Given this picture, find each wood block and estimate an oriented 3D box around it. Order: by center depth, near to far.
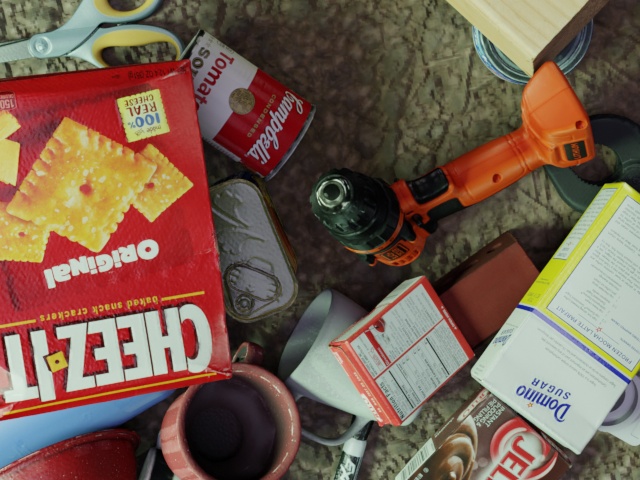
[{"bbox_3d":[0.101,-0.217,0.729,0.206,0.090,0.090,44,98,8],"label":"wood block"}]

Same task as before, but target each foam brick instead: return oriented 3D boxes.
[{"bbox_3d":[0.130,0.038,0.819,0.078,0.053,0.051,-36,98,6],"label":"foam brick"}]

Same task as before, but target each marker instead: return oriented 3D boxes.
[{"bbox_3d":[0.021,0.188,0.864,0.020,0.020,0.121,16,100,-2],"label":"marker"}]

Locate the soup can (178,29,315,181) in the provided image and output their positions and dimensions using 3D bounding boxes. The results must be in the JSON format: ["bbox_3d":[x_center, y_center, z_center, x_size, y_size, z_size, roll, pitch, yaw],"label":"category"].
[{"bbox_3d":[-0.064,-0.099,0.783,0.102,0.068,0.068,33,99,-13],"label":"soup can"}]

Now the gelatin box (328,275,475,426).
[{"bbox_3d":[0.059,0.080,0.777,0.089,0.030,0.073,-37,99,-28],"label":"gelatin box"}]

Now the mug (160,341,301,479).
[{"bbox_3d":[-0.069,0.132,0.796,0.093,0.082,0.117,19,69,-16],"label":"mug"}]

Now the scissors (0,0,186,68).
[{"bbox_3d":[-0.201,-0.166,0.805,0.201,0.016,0.096,6,102,-1],"label":"scissors"}]

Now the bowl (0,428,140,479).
[{"bbox_3d":[-0.199,0.205,0.797,0.162,0.162,0.055,-33,70,6],"label":"bowl"}]

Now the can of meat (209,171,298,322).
[{"bbox_3d":[-0.055,0.001,0.799,0.057,0.084,0.102,-22,99,4],"label":"can of meat"}]

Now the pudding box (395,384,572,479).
[{"bbox_3d":[0.128,0.183,0.851,0.090,0.039,0.113,42,98,-7],"label":"pudding box"}]

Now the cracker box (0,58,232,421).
[{"bbox_3d":[-0.154,-0.003,0.699,0.164,0.072,0.214,-9,96,-16],"label":"cracker box"}]

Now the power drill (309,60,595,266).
[{"bbox_3d":[0.092,-0.049,0.736,0.188,0.184,0.057,-28,75,11],"label":"power drill"}]

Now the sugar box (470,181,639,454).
[{"bbox_3d":[0.197,0.055,0.772,0.093,0.048,0.176,37,90,-5],"label":"sugar box"}]

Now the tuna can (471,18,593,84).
[{"bbox_3d":[0.157,-0.158,0.792,0.086,0.034,0.086,0,100,1],"label":"tuna can"}]
